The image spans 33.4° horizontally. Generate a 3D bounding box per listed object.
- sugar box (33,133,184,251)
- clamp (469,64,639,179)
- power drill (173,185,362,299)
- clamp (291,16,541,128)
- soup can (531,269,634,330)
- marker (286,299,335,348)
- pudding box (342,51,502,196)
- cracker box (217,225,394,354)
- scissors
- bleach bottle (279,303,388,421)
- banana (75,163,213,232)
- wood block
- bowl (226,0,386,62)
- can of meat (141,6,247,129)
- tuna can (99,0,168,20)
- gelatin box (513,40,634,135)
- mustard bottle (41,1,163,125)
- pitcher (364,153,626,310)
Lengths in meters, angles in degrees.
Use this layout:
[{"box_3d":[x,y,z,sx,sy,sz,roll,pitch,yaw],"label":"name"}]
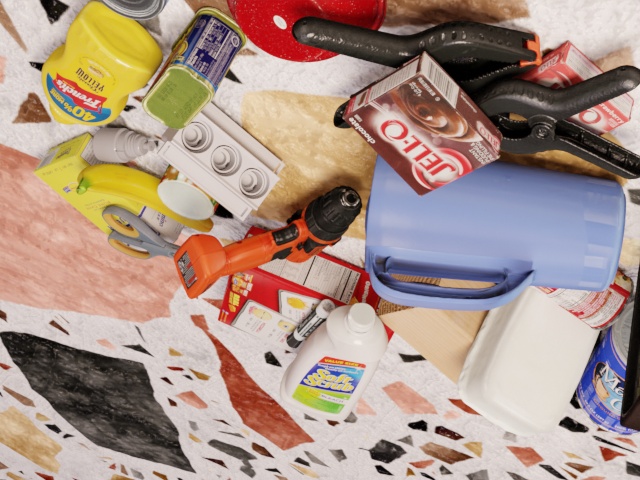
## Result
[{"box_3d":[-0.262,-0.053,1.335,0.094,0.048,0.176,-14,131,43],"label":"sugar box"},{"box_3d":[0.202,-0.112,0.923,0.172,0.039,0.120,11,137,17],"label":"clamp"},{"box_3d":[-0.058,0.001,1.178,0.057,0.187,0.185,68,154,11],"label":"power drill"},{"box_3d":[0.089,-0.152,0.954,0.210,0.036,0.164,-2,157,7],"label":"clamp"},{"box_3d":[0.268,0.040,1.125,0.102,0.068,0.069,33,146,-13],"label":"soup can"},{"box_3d":[-0.014,0.103,1.298,0.020,0.020,0.121,29,146,-8],"label":"marker"},{"box_3d":[0.090,-0.099,0.933,0.090,0.039,0.113,-27,120,36],"label":"pudding box"},{"box_3d":[-0.013,0.081,1.350,0.213,0.072,0.164,22,147,1],"label":"cracker box"},{"box_3d":[-0.189,0.000,1.292,0.202,0.016,0.096,7,142,34],"label":"scissors"},{"box_3d":[0.018,0.138,1.277,0.102,0.068,0.251,20,150,1],"label":"bleach bottle"},{"box_3d":[-0.216,-0.054,1.274,0.197,0.070,0.037,16,133,-41],"label":"banana"},{"box_3d":[0.175,0.104,1.252,0.206,0.090,0.091,41,143,-26],"label":"wood block"},{"box_3d":[-0.025,-0.213,0.959,0.162,0.055,0.162,16,146,11],"label":"bowl"},{"box_3d":[-0.126,-0.167,1.057,0.057,0.084,0.102,33,146,-15],"label":"can of meat"},{"box_3d":[-0.180,-0.252,1.016,0.086,0.033,0.086,16,146,11],"label":"tuna can"},{"box_3d":[0.221,-0.127,0.952,0.089,0.030,0.073,36,145,-19],"label":"gelatin box"},{"box_3d":[-0.248,-0.173,1.146,0.096,0.058,0.192,36,145,-16],"label":"mustard bottle"},{"box_3d":[0.163,-0.010,1.033,0.243,0.149,0.145,8,-172,8],"label":"pitcher"}]
